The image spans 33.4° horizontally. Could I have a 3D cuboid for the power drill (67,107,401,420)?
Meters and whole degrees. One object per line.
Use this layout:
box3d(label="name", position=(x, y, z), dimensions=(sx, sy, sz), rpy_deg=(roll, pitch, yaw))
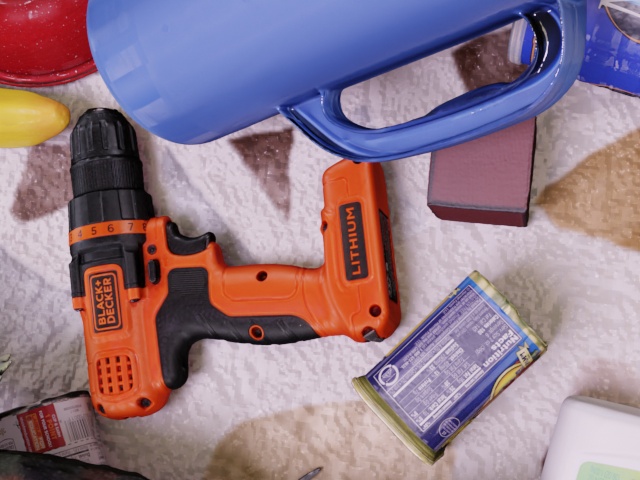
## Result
box3d(label="power drill", position=(-0.054, 0.001, 0.610), dimensions=(0.188, 0.057, 0.184), rpy_deg=(-10, 83, 13))

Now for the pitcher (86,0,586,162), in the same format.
box3d(label="pitcher", position=(0.005, -0.122, 0.508), dimensions=(0.243, 0.145, 0.149), rpy_deg=(-20, 41, 37))

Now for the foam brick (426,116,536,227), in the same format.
box3d(label="foam brick", position=(0.088, -0.037, 0.571), dimensions=(0.051, 0.078, 0.053), rpy_deg=(5, 87, 12))

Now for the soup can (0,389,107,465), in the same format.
box3d(label="soup can", position=(-0.149, 0.144, 0.608), dimensions=(0.068, 0.068, 0.102), rpy_deg=(-21, 80, 9))

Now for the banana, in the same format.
box3d(label="banana", position=(-0.239, -0.095, 0.655), dimensions=(0.198, 0.070, 0.037), rpy_deg=(26, 61, 9))

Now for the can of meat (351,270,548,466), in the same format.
box3d(label="can of meat", position=(0.070, 0.065, 0.553), dimensions=(0.084, 0.102, 0.057), rpy_deg=(-44, 77, 2))

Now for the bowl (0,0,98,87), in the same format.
box3d(label="bowl", position=(-0.177, -0.177, 0.643), dimensions=(0.162, 0.055, 0.162), rpy_deg=(0, 83, 3))
